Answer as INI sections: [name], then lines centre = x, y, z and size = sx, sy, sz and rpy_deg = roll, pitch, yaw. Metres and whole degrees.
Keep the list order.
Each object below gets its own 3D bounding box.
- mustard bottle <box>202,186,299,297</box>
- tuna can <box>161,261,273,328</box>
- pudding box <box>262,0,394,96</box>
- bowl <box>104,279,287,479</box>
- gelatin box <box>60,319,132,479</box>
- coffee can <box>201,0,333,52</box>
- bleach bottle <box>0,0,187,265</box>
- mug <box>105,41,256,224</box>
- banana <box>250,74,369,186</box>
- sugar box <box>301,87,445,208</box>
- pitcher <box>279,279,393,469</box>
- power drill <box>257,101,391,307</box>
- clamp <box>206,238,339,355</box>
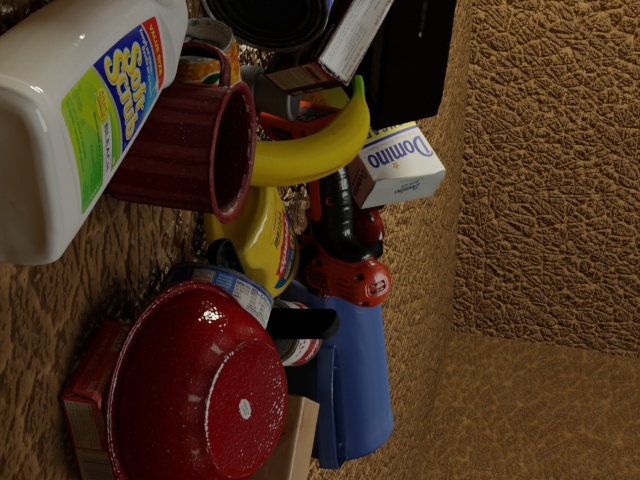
[mustard bottle]
centre = -0.056, 0.001, 0.971
size = 0.191, 0.058, 0.096
rpy_deg = 68, 26, -67
[tuna can]
centre = -0.081, 0.051, 0.818
size = 0.086, 0.086, 0.033
rpy_deg = 76, 27, -60
[pudding box]
centre = 0.011, -0.176, 0.875
size = 0.090, 0.039, 0.113
rpy_deg = 0, -120, 59
[bowl]
centre = -0.070, 0.109, 0.716
size = 0.161, 0.055, 0.162
rpy_deg = -10, 102, -56
[gelatin box]
centre = -0.139, 0.110, 0.715
size = 0.073, 0.030, 0.089
rpy_deg = -68, 162, -49
[coffee can]
centre = -0.028, -0.235, 0.849
size = 0.103, 0.103, 0.140
rpy_deg = 81, 21, -53
[bleach bottle]
centre = -0.125, -0.096, 0.584
size = 0.250, 0.068, 0.102
rpy_deg = -70, 164, -52
[mug]
centre = -0.092, -0.074, 0.699
size = 0.093, 0.081, 0.117
rpy_deg = 28, 71, -77
[banana]
centre = -0.021, -0.080, 0.893
size = 0.197, 0.070, 0.037
rpy_deg = -27, 167, -39
[sugar box]
centre = 0.043, -0.116, 1.063
size = 0.176, 0.093, 0.048
rpy_deg = 58, -39, 28
[pitcher]
centre = 0.014, 0.129, 1.214
size = 0.144, 0.149, 0.243
rpy_deg = -25, 127, -29
[power drill]
centre = -0.008, -0.037, 1.031
size = 0.057, 0.185, 0.187
rpy_deg = -24, 114, -29
[clamp]
centre = -0.064, 0.057, 0.898
size = 0.039, 0.120, 0.172
rpy_deg = -50, -173, -32
